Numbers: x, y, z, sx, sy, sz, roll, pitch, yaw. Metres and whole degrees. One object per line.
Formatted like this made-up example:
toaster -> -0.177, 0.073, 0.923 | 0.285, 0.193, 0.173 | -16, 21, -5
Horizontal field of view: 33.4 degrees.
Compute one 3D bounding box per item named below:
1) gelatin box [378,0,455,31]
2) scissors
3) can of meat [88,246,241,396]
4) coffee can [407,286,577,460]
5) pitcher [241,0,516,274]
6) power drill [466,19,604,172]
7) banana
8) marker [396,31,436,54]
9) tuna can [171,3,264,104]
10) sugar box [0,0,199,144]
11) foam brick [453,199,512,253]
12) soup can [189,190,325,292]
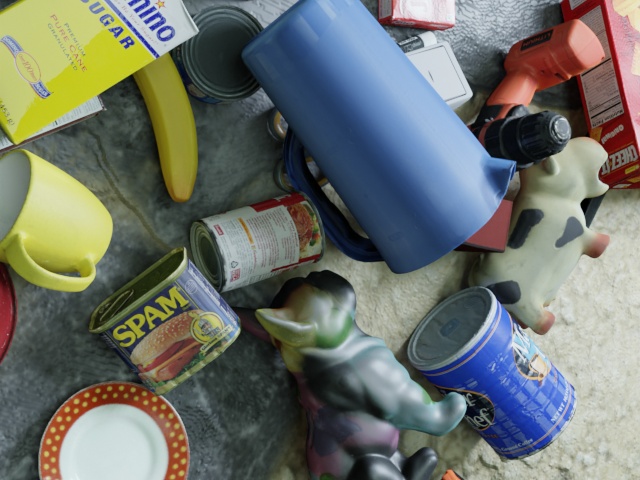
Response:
gelatin box -> 0.095, -0.253, 1.045 | 0.073, 0.030, 0.089 | 1, 89, -26
scissors -> 0.031, -0.116, 1.020 | 0.201, 0.016, 0.096 | -34, 104, -23
can of meat -> -0.130, 0.070, 0.903 | 0.102, 0.057, 0.084 | -36, 110, 6
coffee can -> 0.167, 0.129, 1.037 | 0.140, 0.103, 0.102 | 47, 71, -19
pitcher -> 0.037, -0.095, 0.925 | 0.149, 0.145, 0.243 | -41, 101, -7
power drill -> 0.196, -0.131, 1.020 | 0.057, 0.185, 0.187 | 50, 60, -18
banana -> -0.149, -0.130, 0.917 | 0.069, 0.037, 0.198 | -40, 111, -30
marker -> 0.060, -0.176, 1.033 | 0.121, 0.020, 0.020 | -24, 100, -24
tuna can -> -0.089, -0.165, 0.951 | 0.086, 0.034, 0.086 | 0, 90, -26
sugar box -> -0.193, -0.160, 0.840 | 0.176, 0.048, 0.093 | -35, 111, -14
foam brick -> 0.140, -0.017, 1.039 | 0.051, 0.078, 0.053 | 11, 87, -26
soup can -> -0.056, 0.001, 0.947 | 0.102, 0.069, 0.068 | -17, 97, -25
